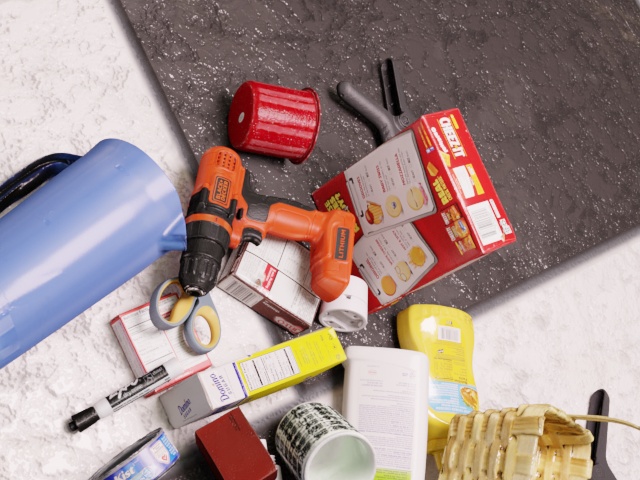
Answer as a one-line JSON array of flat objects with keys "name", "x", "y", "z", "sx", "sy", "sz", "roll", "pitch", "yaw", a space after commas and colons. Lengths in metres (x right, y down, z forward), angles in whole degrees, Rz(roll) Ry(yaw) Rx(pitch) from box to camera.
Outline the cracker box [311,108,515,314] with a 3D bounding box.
[{"name": "cracker box", "x": 0.103, "y": -0.030, "z": 1.222, "sx": 0.071, "sy": 0.214, "sz": 0.164, "roll": -17, "pitch": 79, "yaw": -40}]

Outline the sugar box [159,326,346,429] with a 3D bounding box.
[{"name": "sugar box", "x": -0.068, "y": 0.142, "z": 1.104, "sx": 0.175, "sy": 0.094, "sz": 0.048, "roll": -19, "pitch": 80, "yaw": -38}]

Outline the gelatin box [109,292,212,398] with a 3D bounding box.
[{"name": "gelatin box", "x": -0.164, "y": 0.106, "z": 1.095, "sx": 0.073, "sy": 0.030, "sz": 0.089, "roll": -23, "pitch": 83, "yaw": -38}]

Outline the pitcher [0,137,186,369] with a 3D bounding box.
[{"name": "pitcher", "x": -0.262, "y": 0.010, "z": 1.021, "sx": 0.242, "sy": 0.149, "sz": 0.145, "roll": -41, "pitch": 110, "yaw": -36}]

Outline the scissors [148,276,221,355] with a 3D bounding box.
[{"name": "scissors", "x": -0.118, "y": 0.047, "z": 1.139, "sx": 0.096, "sy": 0.016, "sz": 0.201, "roll": 54, "pitch": 33, "yaw": -10}]

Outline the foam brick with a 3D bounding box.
[{"name": "foam brick", "x": -0.084, "y": 0.215, "z": 1.064, "sx": 0.053, "sy": 0.051, "sz": 0.078, "roll": -28, "pitch": 70, "yaw": -16}]

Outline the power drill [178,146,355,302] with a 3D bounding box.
[{"name": "power drill", "x": -0.058, "y": 0.001, "z": 1.146, "sx": 0.187, "sy": 0.057, "sz": 0.184, "roll": 22, "pitch": 54, "yaw": -20}]

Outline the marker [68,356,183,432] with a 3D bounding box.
[{"name": "marker", "x": -0.190, "y": 0.151, "z": 1.040, "sx": 0.121, "sy": 0.020, "sz": 0.020, "roll": -30, "pitch": 87, "yaw": -19}]

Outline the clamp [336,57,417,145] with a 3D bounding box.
[{"name": "clamp", "x": 0.090, "y": -0.151, "z": 1.382, "sx": 0.120, "sy": 0.039, "sz": 0.171, "roll": -22, "pitch": 83, "yaw": -38}]

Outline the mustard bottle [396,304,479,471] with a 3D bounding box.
[{"name": "mustard bottle", "x": 0.141, "y": 0.175, "z": 1.254, "sx": 0.096, "sy": 0.058, "sz": 0.191, "roll": 13, "pitch": 62, "yaw": -29}]

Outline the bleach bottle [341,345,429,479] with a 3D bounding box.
[{"name": "bleach bottle", "x": 0.062, "y": 0.245, "z": 1.158, "sx": 0.102, "sy": 0.068, "sz": 0.251, "roll": 4, "pitch": 68, "yaw": 8}]

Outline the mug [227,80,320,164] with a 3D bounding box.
[{"name": "mug", "x": -0.060, "y": -0.147, "z": 1.254, "sx": 0.081, "sy": 0.093, "sz": 0.117, "roll": 8, "pitch": 34, "yaw": -27}]

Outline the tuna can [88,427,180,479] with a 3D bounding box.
[{"name": "tuna can", "x": -0.175, "y": 0.214, "z": 1.001, "sx": 0.086, "sy": 0.086, "sz": 0.034, "roll": -37, "pitch": 93, "yaw": -40}]

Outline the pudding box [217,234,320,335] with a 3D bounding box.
[{"name": "pudding box", "x": -0.049, "y": 0.039, "z": 1.200, "sx": 0.113, "sy": 0.039, "sz": 0.090, "roll": 35, "pitch": 52, "yaw": -19}]
